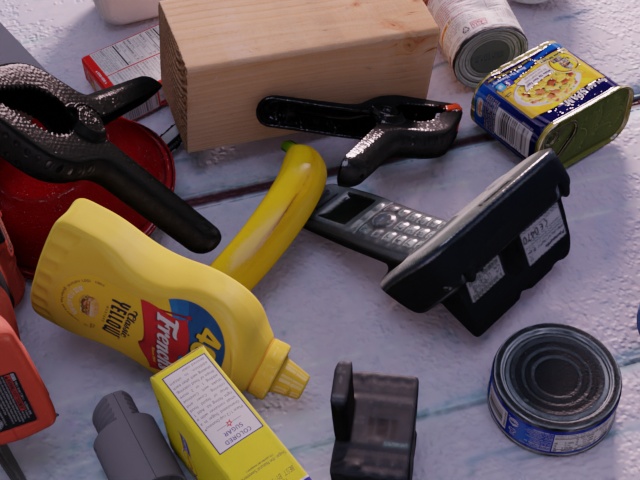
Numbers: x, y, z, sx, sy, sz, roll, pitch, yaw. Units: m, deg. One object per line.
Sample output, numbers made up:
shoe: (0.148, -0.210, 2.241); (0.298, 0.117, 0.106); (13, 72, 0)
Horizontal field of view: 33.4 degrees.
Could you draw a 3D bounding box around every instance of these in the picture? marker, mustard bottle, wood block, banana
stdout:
marker: (-0.120, -0.086, 0.883); (0.020, 0.020, 0.121); (29, 58, 24)
mustard bottle: (-0.095, 0.053, 0.711); (0.191, 0.096, 0.058); (28, 39, 1)
wood block: (-0.020, -0.149, 0.867); (0.205, 0.091, 0.090); (-12, 51, -16)
banana: (-0.043, -0.006, 0.786); (0.037, 0.070, 0.197); (42, 58, -17)

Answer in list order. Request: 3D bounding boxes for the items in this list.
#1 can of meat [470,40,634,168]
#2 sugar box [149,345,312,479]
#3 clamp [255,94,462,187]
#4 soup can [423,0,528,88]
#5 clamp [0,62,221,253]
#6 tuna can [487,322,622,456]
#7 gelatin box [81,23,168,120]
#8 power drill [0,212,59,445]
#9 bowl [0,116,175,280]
can of meat: (0.184, -0.108, 0.860); (0.102, 0.057, 0.084); (-30, 53, -21)
sugar box: (-0.033, 0.154, 0.632); (0.048, 0.093, 0.176); (-30, 54, -19)
clamp: (0.048, -0.080, 0.820); (0.171, 0.039, 0.120); (-8, 41, -27)
soup can: (0.131, -0.189, 0.922); (0.068, 0.068, 0.102); (-12, 51, -7)
clamp: (-0.168, -0.080, 0.742); (0.036, 0.209, 0.164); (-42, 50, 27)
tuna can: (0.155, 0.097, 0.707); (0.086, 0.034, 0.086); (-2, 50, 2)
gelatin box: (-0.151, -0.147, 0.929); (0.089, 0.030, 0.073); (-28, 53, -19)
power drill: (-0.224, 0.023, 0.681); (0.057, 0.184, 0.188); (-19, 45, -8)
bowl: (-0.196, -0.050, 0.818); (0.162, 0.055, 0.162); (-7, 54, 10)
